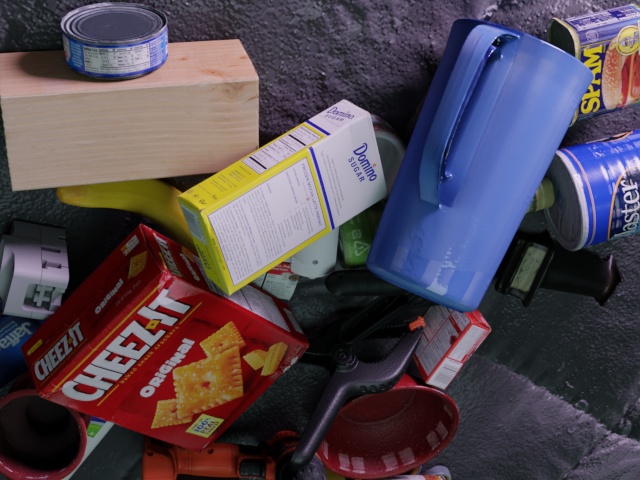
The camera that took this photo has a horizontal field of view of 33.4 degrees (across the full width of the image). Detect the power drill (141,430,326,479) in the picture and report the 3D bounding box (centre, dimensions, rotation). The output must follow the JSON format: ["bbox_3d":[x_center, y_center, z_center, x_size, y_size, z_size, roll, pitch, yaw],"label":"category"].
[{"bbox_3d":[-0.091,0.237,1.104,0.187,0.184,0.057,4,90,-10],"label":"power drill"}]

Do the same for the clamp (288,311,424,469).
[{"bbox_3d":[0.011,0.121,1.100,0.209,0.165,0.036,-28,152,-24],"label":"clamp"}]

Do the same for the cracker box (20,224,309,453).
[{"bbox_3d":[-0.135,0.099,0.981,0.164,0.072,0.213,-45,138,12],"label":"cracker box"}]

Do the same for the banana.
[{"bbox_3d":[-0.155,-0.024,0.972,0.037,0.069,0.197,-5,151,36],"label":"banana"}]

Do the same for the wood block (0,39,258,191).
[{"bbox_3d":[-0.162,-0.109,0.906,0.206,0.090,0.091,-6,123,-13],"label":"wood block"}]

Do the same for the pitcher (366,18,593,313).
[{"bbox_3d":[0.129,-0.066,0.938,0.149,0.145,0.243,23,90,-20],"label":"pitcher"}]

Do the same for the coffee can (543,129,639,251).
[{"bbox_3d":[0.303,-0.055,1.065,0.140,0.103,0.103,-14,124,-7],"label":"coffee can"}]

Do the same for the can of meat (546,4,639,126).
[{"bbox_3d":[0.264,-0.167,1.012,0.084,0.057,0.102,-14,125,-10],"label":"can of meat"}]

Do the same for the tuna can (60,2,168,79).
[{"bbox_3d":[-0.167,-0.164,0.872,0.086,0.086,0.034,-6,124,-12],"label":"tuna can"}]

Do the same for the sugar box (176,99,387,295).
[{"bbox_3d":[-0.029,-0.039,0.917,0.176,0.048,0.093,-33,131,-21],"label":"sugar box"}]

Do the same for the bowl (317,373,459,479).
[{"bbox_3d":[0.068,0.194,1.175,0.162,0.055,0.162,-8,133,-9],"label":"bowl"}]

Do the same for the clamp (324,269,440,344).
[{"bbox_3d":[0.083,0.041,1.037,0.171,0.039,0.120,-25,152,4],"label":"clamp"}]

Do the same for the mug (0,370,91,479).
[{"bbox_3d":[-0.261,0.177,0.990,0.093,0.081,0.117,23,101,-8],"label":"mug"}]

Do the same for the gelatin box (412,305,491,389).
[{"bbox_3d":[0.134,0.101,1.134,0.030,0.073,0.089,24,111,-29],"label":"gelatin box"}]
